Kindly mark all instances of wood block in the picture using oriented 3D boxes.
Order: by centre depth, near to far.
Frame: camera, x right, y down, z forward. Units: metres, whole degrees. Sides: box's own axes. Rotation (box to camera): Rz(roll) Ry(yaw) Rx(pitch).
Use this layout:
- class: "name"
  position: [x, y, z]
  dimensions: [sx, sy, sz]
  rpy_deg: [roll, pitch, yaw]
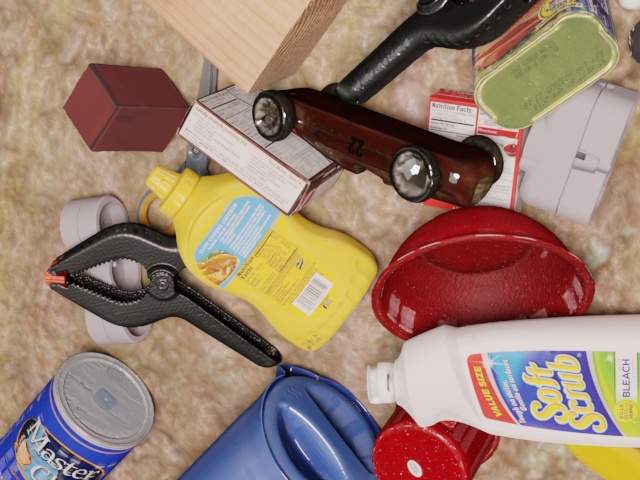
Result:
- class: "wood block"
  position: [-0.089, -0.216, 0.802]
  dimensions: [0.206, 0.090, 0.090]
  rpy_deg: [42, 120, 5]

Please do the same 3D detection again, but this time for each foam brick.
- class: "foam brick"
  position: [-0.158, -0.108, 0.876]
  dimensions: [0.053, 0.078, 0.051]
  rpy_deg: [-50, 63, 30]

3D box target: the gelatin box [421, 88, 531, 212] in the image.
- class: "gelatin box"
  position: [0.117, -0.065, 0.799]
  dimensions: [0.073, 0.030, 0.089]
  rpy_deg: [12, 113, 22]

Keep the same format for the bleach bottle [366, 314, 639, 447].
- class: "bleach bottle"
  position: [0.161, 0.108, 0.784]
  dimensions: [0.251, 0.068, 0.102]
  rpy_deg: [-4, 103, 9]

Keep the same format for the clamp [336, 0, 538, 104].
- class: "clamp"
  position: [0.079, -0.172, 0.737]
  dimensions: [0.172, 0.039, 0.120]
  rpy_deg: [-17, 69, 34]

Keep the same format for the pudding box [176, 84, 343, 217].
- class: "pudding box"
  position: [-0.043, -0.075, 0.834]
  dimensions: [0.113, 0.089, 0.039]
  rpy_deg: [35, 119, 9]

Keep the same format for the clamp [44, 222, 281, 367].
- class: "clamp"
  position: [-0.127, 0.022, 0.909]
  dimensions: [0.210, 0.036, 0.165]
  rpy_deg: [8, 110, -2]

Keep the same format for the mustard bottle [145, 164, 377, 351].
- class: "mustard bottle"
  position: [-0.056, 0.001, 0.851]
  dimensions: [0.191, 0.058, 0.096]
  rpy_deg: [35, 105, -13]

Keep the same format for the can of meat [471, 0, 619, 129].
- class: "can of meat"
  position: [0.148, -0.132, 0.719]
  dimensions: [0.057, 0.084, 0.102]
  rpy_deg: [39, 124, -24]

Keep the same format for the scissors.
- class: "scissors"
  position: [-0.121, -0.072, 0.913]
  dimensions: [0.096, 0.016, 0.202]
  rpy_deg: [4, 110, 22]

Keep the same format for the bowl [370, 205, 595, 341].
- class: "bowl"
  position: [0.118, 0.022, 0.791]
  dimensions: [0.162, 0.055, 0.162]
  rpy_deg: [1, 144, 0]

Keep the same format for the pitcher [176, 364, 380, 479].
- class: "pitcher"
  position: [-0.059, 0.238, 0.934]
  dimensions: [0.145, 0.149, 0.243]
  rpy_deg: [40, 124, -7]

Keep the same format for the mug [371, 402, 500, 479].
- class: "mug"
  position: [0.097, 0.156, 0.861]
  dimensions: [0.093, 0.081, 0.117]
  rpy_deg: [35, 119, 9]

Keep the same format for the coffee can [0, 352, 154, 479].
- class: "coffee can"
  position: [-0.238, 0.188, 1.015]
  dimensions: [0.103, 0.102, 0.140]
  rpy_deg: [46, 121, 3]
